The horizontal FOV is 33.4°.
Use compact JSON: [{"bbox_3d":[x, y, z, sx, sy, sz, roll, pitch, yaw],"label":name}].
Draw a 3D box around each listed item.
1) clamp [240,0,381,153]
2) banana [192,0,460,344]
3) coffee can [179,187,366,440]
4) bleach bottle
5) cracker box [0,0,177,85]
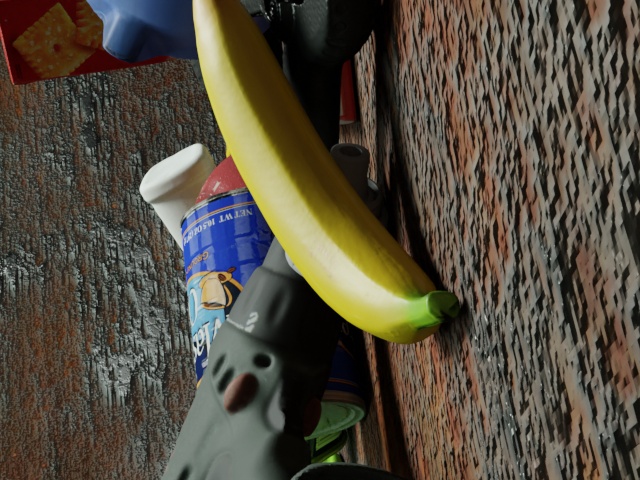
[{"bbox_3d":[-0.004,-0.092,0.468,0.120,0.039,0.172,66,162,9],"label":"clamp"},{"bbox_3d":[-0.002,-0.025,0.433,0.198,0.037,0.070,54,146,32],"label":"banana"},{"bbox_3d":[-0.032,0.050,0.678,0.103,0.102,0.140,96,167,-66],"label":"coffee can"},{"bbox_3d":[-0.077,0.035,1.003,0.251,0.068,0.102,61,-176,-15],"label":"bleach bottle"},{"bbox_3d":[-0.132,-0.183,0.838,0.164,0.213,0.072,-109,12,-67],"label":"cracker box"}]
